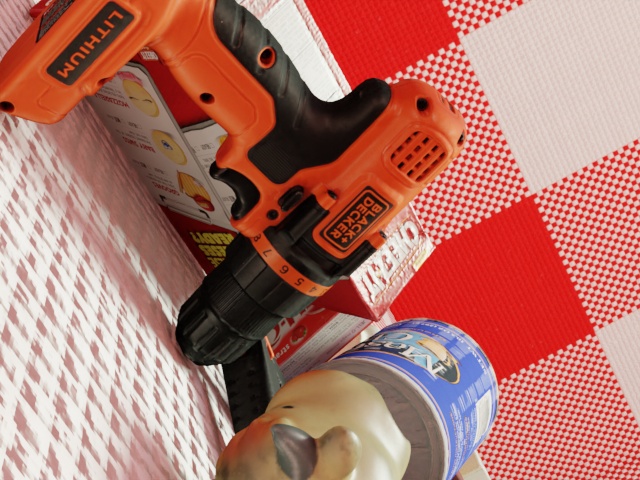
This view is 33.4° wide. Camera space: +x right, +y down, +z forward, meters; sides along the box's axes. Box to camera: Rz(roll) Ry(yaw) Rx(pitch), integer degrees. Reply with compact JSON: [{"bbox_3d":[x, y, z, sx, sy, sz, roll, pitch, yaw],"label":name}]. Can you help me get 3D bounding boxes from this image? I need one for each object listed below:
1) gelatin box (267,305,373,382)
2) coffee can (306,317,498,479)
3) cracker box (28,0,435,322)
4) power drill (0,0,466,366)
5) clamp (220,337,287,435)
[{"bbox_3d":[-0.013,0.047,0.690,0.030,0.089,0.073,34,21,-37],"label":"gelatin box"},{"bbox_3d":[0.045,0.109,0.658,0.103,0.103,0.140,62,22,5],"label":"coffee can"},{"bbox_3d":[-0.048,-0.063,0.610,0.164,0.072,0.213,11,-38,48],"label":"cracker box"},{"bbox_3d":[-0.052,-0.040,0.491,0.187,0.185,0.057,37,17,-28],"label":"power drill"},{"bbox_3d":[-0.006,0.143,0.528,0.164,0.036,0.210,46,20,-78],"label":"clamp"}]
